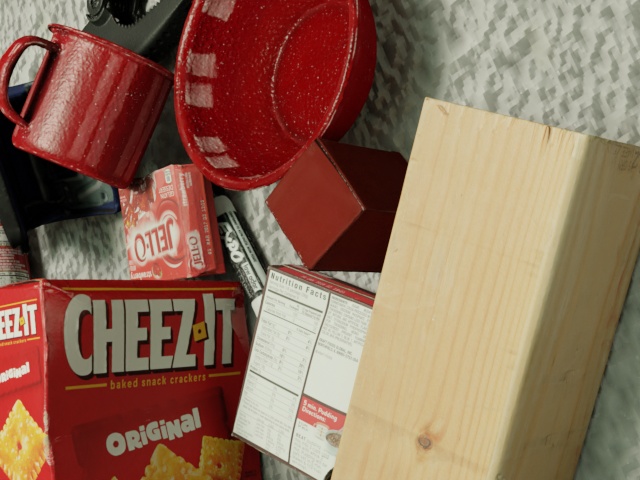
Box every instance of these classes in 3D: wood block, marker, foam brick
[{"bbox_3d":[0.084,0.044,0.523,0.091,0.090,0.206,21,101,39],"label":"wood block"},{"bbox_3d":[-0.055,0.001,0.691,0.020,0.020,0.121,-44,62,31],"label":"marker"},{"bbox_3d":[0.019,-0.017,0.589,0.051,0.078,0.053,-47,60,28],"label":"foam brick"}]

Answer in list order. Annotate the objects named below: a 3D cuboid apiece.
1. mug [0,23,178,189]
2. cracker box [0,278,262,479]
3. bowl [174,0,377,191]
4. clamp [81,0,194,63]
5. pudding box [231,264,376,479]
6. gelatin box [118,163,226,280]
[{"bbox_3d":[-0.155,-0.087,0.684,0.093,0.117,0.081,20,88,43],"label":"mug"},{"bbox_3d":[-0.111,0.131,0.639,0.072,0.163,0.214,-11,81,39],"label":"cracker box"},{"bbox_3d":[-0.018,-0.105,0.634,0.162,0.055,0.162,-10,76,45],"label":"bowl"},{"bbox_3d":[-0.152,-0.178,0.773,0.210,0.036,0.164,-8,83,44],"label":"clamp"},{"bbox_3d":[-0.001,0.079,0.628,0.090,0.039,0.113,21,100,40],"label":"pudding box"},{"bbox_3d":[-0.101,-0.009,0.707,0.089,0.030,0.073,-8,90,55],"label":"gelatin box"}]
